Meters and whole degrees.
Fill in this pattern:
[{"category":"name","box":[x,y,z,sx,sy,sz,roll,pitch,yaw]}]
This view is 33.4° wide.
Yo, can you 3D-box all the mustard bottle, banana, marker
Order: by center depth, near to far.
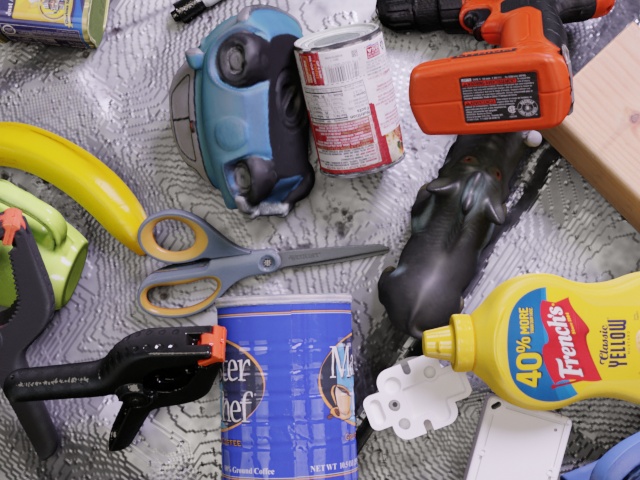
[{"category":"mustard bottle","box":[0.168,0.071,0.753,0.191,0.058,0.096,-1,91,0]},{"category":"banana","box":[-0.216,-0.052,0.866,0.198,0.037,0.070,21,117,11]},{"category":"marker","box":[-0.069,-0.214,0.870,0.121,0.020,0.020,-31,82,3]}]

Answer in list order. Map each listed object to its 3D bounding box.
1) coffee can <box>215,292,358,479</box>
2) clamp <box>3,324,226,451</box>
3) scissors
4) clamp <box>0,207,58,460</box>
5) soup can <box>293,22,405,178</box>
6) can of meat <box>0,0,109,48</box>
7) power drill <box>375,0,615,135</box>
[{"category":"coffee can","box":[-0.025,0.112,0.794,0.103,0.103,0.140,-3,85,6]},{"category":"clamp","box":[-0.145,0.100,0.778,0.172,0.120,0.039,-35,47,31]},{"category":"scissors","box":[-0.055,0.001,0.839,0.202,0.016,0.096,-20,105,4]},{"category":"clamp","box":[-0.264,0.071,0.792,0.164,0.036,0.210,8,116,-17]},{"category":"soup can","box":[0.022,-0.106,0.806,0.068,0.068,0.102,-11,111,5]},{"category":"can of meat","box":[-0.218,-0.209,0.868,0.084,0.057,0.102,6,86,4]},{"category":"power drill","box":[0.115,-0.147,0.767,0.185,0.187,0.057,-4,127,20]}]
